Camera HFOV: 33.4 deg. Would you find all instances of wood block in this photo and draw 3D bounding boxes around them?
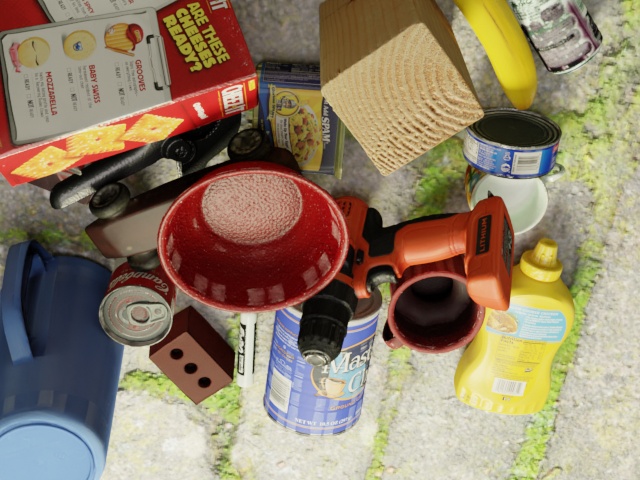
[{"bbox_3d":[0.058,-0.149,0.859,0.091,0.206,0.090,-32,114,16],"label":"wood block"}]

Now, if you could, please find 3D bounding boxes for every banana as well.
[{"bbox_3d":[0.143,-0.189,0.920,0.037,0.070,0.197,-39,112,-1],"label":"banana"}]

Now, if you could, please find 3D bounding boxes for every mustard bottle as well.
[{"bbox_3d":[0.202,0.084,1.073,0.096,0.058,0.192,10,119,-4],"label":"mustard bottle"}]

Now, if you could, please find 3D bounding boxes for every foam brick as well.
[{"bbox_3d":[-0.131,0.117,1.095,0.053,0.051,0.078,-34,113,17],"label":"foam brick"}]

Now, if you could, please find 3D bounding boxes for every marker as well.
[{"bbox_3d":[-0.075,0.098,1.103,0.020,0.020,0.121,4,119,-2],"label":"marker"}]

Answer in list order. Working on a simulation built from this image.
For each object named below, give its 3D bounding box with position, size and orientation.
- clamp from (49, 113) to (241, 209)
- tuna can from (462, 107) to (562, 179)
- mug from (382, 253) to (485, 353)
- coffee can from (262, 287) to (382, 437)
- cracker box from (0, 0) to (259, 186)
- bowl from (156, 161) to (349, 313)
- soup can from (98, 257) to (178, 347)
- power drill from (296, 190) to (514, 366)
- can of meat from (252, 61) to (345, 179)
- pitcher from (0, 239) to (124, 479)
[{"bbox_3d":[-0.143,-0.087,0.973,0.164,0.036,0.210,12,118,-32],"label":"clamp"},{"bbox_3d":[0.172,-0.088,0.962,0.086,0.086,0.034,3,121,-2],"label":"tuna can"},{"bbox_3d":[0.102,0.058,1.045,0.093,0.081,0.117,32,114,-17],"label":"mug"},{"bbox_3d":[0.000,0.109,1.062,0.102,0.103,0.140,7,119,-4],"label":"coffee can"},{"bbox_3d":[-0.175,-0.156,0.861,0.213,0.072,0.164,-19,75,-7],"label":"cracker box"},{"bbox_3d":[-0.058,-0.013,0.912,0.162,0.055,0.162,-3,131,-3],"label":"bowl"},{"bbox_3d":[-0.171,0.047,1.028,0.068,0.102,0.068,0,119,0],"label":"soup can"},{"bbox_3d":[0.074,0.029,0.953,0.188,0.184,0.057,-5,140,21],"label":"power drill"},{"bbox_3d":[-0.019,-0.110,0.967,0.084,0.057,0.102,4,119,0],"label":"can of meat"},{"bbox_3d":[-0.251,0.120,0.988,0.149,0.243,0.145,25,113,-20],"label":"pitcher"}]
